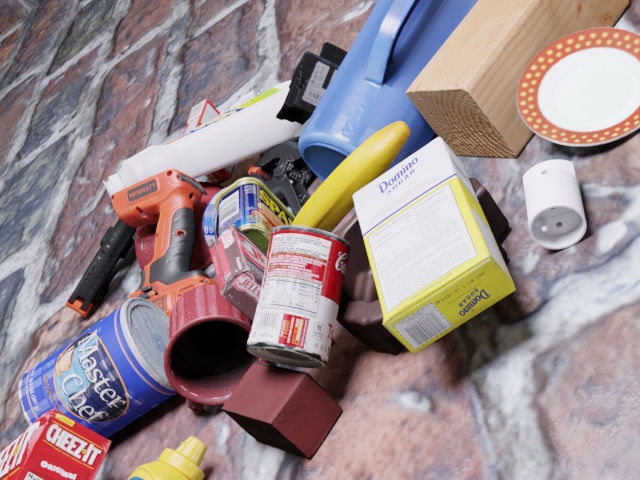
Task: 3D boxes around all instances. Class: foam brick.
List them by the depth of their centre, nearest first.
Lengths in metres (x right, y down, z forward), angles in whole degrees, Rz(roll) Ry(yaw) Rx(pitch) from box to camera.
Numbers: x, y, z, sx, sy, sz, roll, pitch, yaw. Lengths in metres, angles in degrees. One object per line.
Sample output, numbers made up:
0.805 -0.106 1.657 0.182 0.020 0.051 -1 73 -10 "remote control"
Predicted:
-0.032 0.138 0.877 0.078 0.053 0.051 2 51 54 "foam brick"

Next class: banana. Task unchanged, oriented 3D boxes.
0.017 -0.042 0.988 0.069 0.037 0.198 -50 1 -38 "banana"

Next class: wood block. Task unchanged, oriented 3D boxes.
0.188 -0.183 1.011 0.206 0.090 0.091 -52 29 -17 "wood block"

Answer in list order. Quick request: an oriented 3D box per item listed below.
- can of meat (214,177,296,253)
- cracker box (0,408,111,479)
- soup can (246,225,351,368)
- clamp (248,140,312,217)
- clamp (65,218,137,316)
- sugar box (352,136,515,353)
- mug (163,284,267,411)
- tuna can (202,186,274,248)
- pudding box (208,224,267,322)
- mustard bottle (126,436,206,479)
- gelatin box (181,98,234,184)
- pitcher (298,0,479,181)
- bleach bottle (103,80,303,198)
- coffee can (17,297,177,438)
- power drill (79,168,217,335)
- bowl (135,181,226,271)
-0.057 0.001 1.049 0.057 0.102 0.084 -33 31 17 "can of meat"
-0.288 0.272 0.950 0.164 0.072 0.213 -37 24 47 "cracker box"
-0.018 0.046 0.867 0.069 0.068 0.102 -7 65 47 "soup can"
-0.031 -0.065 1.169 0.172 0.039 0.120 -12 48 56 "clamp"
-0.253 0.000 1.339 0.210 0.036 0.165 -61 7 -14 "clamp"
0.083 -0.001 0.825 0.093 0.048 0.176 -34 29 16 "sugar box"
-0.102 0.103 0.993 0.081 0.093 0.117 -108 33 -65 "mug"
-0.080 -0.016 1.116 0.086 0.086 0.034 -53 28 -20 "tuna can"
-0.046 0.047 0.957 0.039 0.113 0.090 -41 28 9 "pudding box"
-0.154 0.244 0.876 0.191 0.058 0.096 -54 23 -23 "mustard bottle"
-0.140 -0.125 1.356 0.030 0.073 0.089 -26 33 29 "gelatin box"
0.079 -0.167 1.067 0.145 0.149 0.242 -2 52 58 "pitcher"
-0.131 -0.107 1.239 0.250 0.068 0.103 -25 13 -11 "bleach bottle"
-0.210 0.135 1.051 0.140 0.102 0.103 -34 29 15 "coffee can"
-0.188 0.028 1.159 0.185 0.057 0.187 -20 60 23 "power drill"
-0.165 -0.018 1.259 0.162 0.055 0.162 -31 30 20 "bowl"
